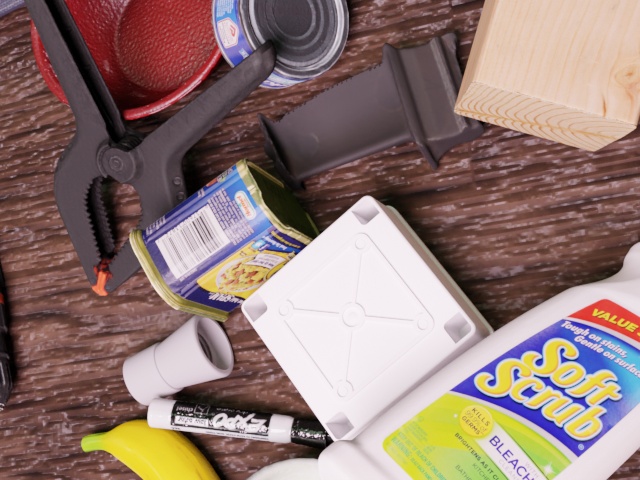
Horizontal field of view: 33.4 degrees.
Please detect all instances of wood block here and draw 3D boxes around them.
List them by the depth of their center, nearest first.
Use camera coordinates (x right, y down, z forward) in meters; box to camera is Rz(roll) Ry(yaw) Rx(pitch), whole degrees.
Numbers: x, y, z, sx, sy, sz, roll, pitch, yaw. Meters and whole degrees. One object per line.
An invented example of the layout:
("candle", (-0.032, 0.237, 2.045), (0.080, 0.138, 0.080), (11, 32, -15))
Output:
("wood block", (0.150, -0.166, 0.602), (0.091, 0.090, 0.206), (16, 87, 1))

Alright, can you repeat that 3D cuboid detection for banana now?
("banana", (-0.079, 0.183, 0.673), (0.198, 0.037, 0.070), (53, 123, 23))

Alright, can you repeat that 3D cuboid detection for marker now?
("marker", (-0.048, 0.115, 0.669), (0.121, 0.020, 0.020), (5, 82, 11))

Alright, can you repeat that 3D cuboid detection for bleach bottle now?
("bleach bottle", (0.124, 0.073, 0.555), (0.250, 0.068, 0.103), (-38, 69, -17))

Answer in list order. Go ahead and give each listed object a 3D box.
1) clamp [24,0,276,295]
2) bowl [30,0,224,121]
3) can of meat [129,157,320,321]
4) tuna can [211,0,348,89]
("clamp", (-0.131, -0.063, 0.684), (0.164, 0.036, 0.210), (26, 119, 7))
("bowl", (-0.117, -0.154, 0.736), (0.162, 0.055, 0.162), (-4, 79, 21))
("can of meat", (-0.054, 0.001, 0.659), (0.084, 0.102, 0.057), (-34, 71, 10))
("tuna can", (-0.024, -0.141, 0.678), (0.034, 0.086, 0.086), (-4, 77, 55))
